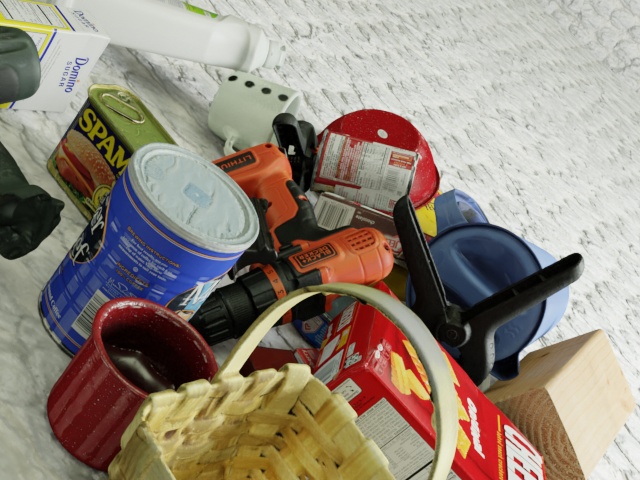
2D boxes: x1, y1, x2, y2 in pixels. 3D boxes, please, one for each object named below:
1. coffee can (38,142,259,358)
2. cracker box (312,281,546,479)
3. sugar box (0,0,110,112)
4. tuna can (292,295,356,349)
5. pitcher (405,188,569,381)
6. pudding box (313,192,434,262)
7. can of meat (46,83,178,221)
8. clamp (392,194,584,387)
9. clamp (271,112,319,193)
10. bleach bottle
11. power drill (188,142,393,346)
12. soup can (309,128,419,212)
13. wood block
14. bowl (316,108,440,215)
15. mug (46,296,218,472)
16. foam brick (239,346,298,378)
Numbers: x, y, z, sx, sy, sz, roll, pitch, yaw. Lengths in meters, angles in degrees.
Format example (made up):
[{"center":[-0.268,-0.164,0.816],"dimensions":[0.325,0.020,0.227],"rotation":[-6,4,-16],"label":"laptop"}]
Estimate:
[{"center":[-0.124,0.015,0.767],"dimensions":[0.102,0.140,0.103],"rotation":[30,28,-18],"label":"coffee can"},{"center":[0.089,0.151,0.831],"dimensions":[0.213,0.072,0.164],"rotation":[47,18,-8],"label":"cracker box"},{"center":[-0.272,-0.158,0.899],"dimensions":[0.048,0.093,0.175],"rotation":[50,28,20],"label":"sugar box"},{"center":[0.012,0.067,0.980],"dimensions":[0.086,0.034,0.086],"rotation":[30,28,-19],"label":"tuna can"},{"center":[0.179,0.043,1.084],"dimensions":[0.145,0.149,0.242],"rotation":[24,7,20],"label":"pitcher"},{"center":[0.058,-0.008,1.081],"dimensions":[0.114,0.039,0.089],"rotation":[24,1,30],"label":"pudding box"},{"center":[-0.172,-0.066,0.894],"dimensions":[0.102,0.084,0.057],"rotation":[49,28,18],"label":"can of meat"},{"center":[0.106,0.064,0.922],"dimensions":[0.164,0.210,0.036],"rotation":[25,28,-2],"label":"clamp"},{"center":[-0.027,-0.090,1.100],"dimensions":[0.039,0.120,0.171],"rotation":[10,24,3],"label":"clamp"},{"center":[-0.155,-0.222,1.109],"dimensions":[0.250,0.068,0.102],"rotation":[13,22,-19],"label":"bleach bottle"},{"center":[-0.056,0.001,0.916],"dimensions":[0.184,0.057,0.188],"rotation":[-20,45,-18],"label":"power drill"},{"center":[0.046,-0.072,1.119],"dimensions":[0.102,0.068,0.068],"rotation":[15,28,3],"label":"soup can"},{"center":[0.221,0.161,1.014],"dimensions":[0.205,0.091,0.090],"rotation":[-21,88,-60],"label":"wood block"},{"center":[0.062,-0.100,1.207],"dimensions":[0.162,0.055,0.162],"rotation":[7,42,-6],"label":"bowl"},{"center":[-0.122,0.095,0.713],"dimensions":[0.093,0.082,0.117],"rotation":[44,27,8],"label":"mug"},{"center":[-0.039,0.125,0.805],"dimensions":[0.051,0.053,0.078],"rotation":[13,37,-42],"label":"foam brick"}]
